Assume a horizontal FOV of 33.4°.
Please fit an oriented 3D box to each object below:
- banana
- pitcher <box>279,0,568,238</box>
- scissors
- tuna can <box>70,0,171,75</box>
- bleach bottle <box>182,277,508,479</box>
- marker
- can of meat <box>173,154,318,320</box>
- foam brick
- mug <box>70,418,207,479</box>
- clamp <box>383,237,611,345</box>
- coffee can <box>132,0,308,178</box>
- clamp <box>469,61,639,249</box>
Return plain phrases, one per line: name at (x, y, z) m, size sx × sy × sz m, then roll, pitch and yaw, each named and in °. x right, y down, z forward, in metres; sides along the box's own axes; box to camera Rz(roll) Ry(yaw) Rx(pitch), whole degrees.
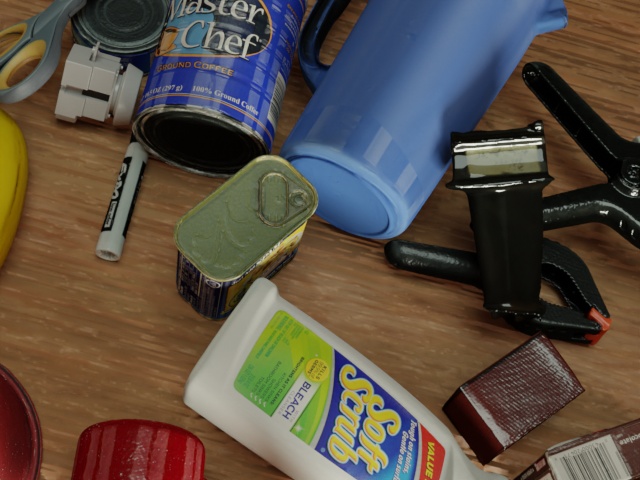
banana at (-0.244, -0.025, 0.762) m, size 0.070 × 0.037 × 0.198 m, roll -12°, pitch 60°, yaw 18°
pitcher at (0.062, -0.127, 0.813) m, size 0.145 × 0.149 × 0.242 m, roll 42°, pitch 65°, yaw -21°
scissors at (-0.185, -0.168, 0.797) m, size 0.201 × 0.016 × 0.096 m, roll -38°, pitch 46°, yaw -7°
tuna can at (-0.155, -0.173, 0.845) m, size 0.086 × 0.034 × 0.086 m, roll 3°, pitch 64°, yaw -7°
bleach bottle at (0.037, 0.133, 0.714) m, size 0.251 × 0.068 × 0.102 m, roll 32°, pitch 64°, yaw 4°
marker at (-0.143, -0.042, 0.793) m, size 0.020 × 0.020 × 0.121 m, roll 13°, pitch 63°, yaw -3°
can of meat at (-0.055, 0.001, 0.750) m, size 0.057 × 0.084 × 0.102 m, roll 43°, pitch 66°, yaw 12°
foam brick at (0.134, 0.111, 0.745) m, size 0.078 × 0.053 × 0.051 m, roll -31°, pitch 73°, yaw -20°
mug at (-0.106, 0.166, 0.668) m, size 0.117 × 0.093 × 0.081 m, roll 24°, pitch 53°, yaw -32°
clamp at (0.146, 0.010, 0.804) m, size 0.171 × 0.039 × 0.120 m, roll 31°, pitch 67°, yaw 6°
coffee can at (-0.073, -0.131, 0.795) m, size 0.103 × 0.103 × 0.140 m, roll 13°, pitch 68°, yaw -3°
clamp at (0.227, -0.051, 0.805) m, size 0.210 × 0.036 × 0.164 m, roll 13°, pitch 63°, yaw 3°
